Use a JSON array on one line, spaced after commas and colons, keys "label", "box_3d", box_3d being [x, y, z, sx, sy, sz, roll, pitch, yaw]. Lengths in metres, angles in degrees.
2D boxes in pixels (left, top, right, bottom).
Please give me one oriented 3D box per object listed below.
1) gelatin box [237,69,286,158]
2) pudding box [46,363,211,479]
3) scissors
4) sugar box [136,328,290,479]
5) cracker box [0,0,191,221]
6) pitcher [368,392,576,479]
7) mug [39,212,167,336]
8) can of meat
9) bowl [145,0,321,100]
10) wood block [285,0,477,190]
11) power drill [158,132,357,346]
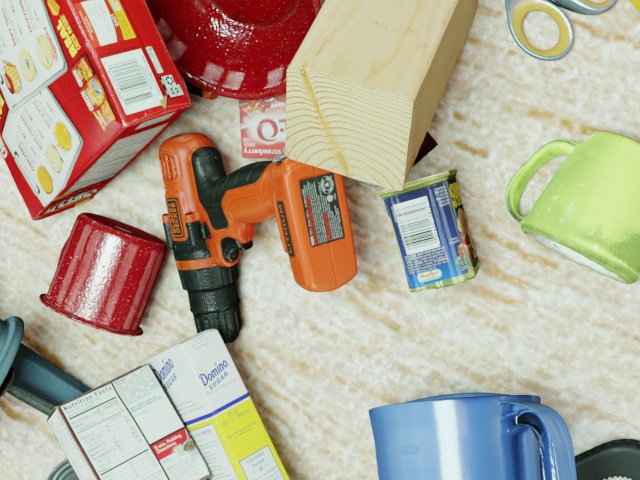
[{"label": "gelatin box", "box_3d": [-0.022, -0.105, 0.881, 0.089, 0.030, 0.073, 3, 109, 16]}, {"label": "pudding box", "box_3d": [-0.154, 0.168, 0.864, 0.113, 0.089, 0.039, 56, 143, 13]}, {"label": "scissors", "box_3d": [0.135, -0.211, 0.856, 0.202, 0.016, 0.096, 21, 98, 11]}, {"label": "sugar box", "box_3d": [-0.083, 0.166, 0.890, 0.094, 0.048, 0.176, -28, 85, 53]}, {"label": "cracker box", "box_3d": [-0.203, -0.131, 0.856, 0.214, 0.071, 0.164, -30, 85, 53]}, {"label": "pitcher", "box_3d": [0.117, 0.234, 0.790, 0.145, 0.149, 0.243, -6, 77, 6]}, {"label": "mug", "box_3d": [-0.188, 0.023, 0.915, 0.117, 0.093, 0.081, 24, 94, 47]}, {"label": "can of meat", "box_3d": [0.087, -0.008, 0.835, 0.057, 0.102, 0.084, -15, 92, 13]}, {"label": "bowl", "box_3d": [-0.066, -0.190, 0.823, 0.162, 0.055, 0.162, 14, 135, 14]}, {"label": "wood block", "box_3d": [0.051, -0.148, 0.781, 0.090, 0.091, 0.206, 17, 53, 11]}, {"label": "power drill", "box_3d": [-0.056, 0.001, 0.848, 0.188, 0.057, 0.184, -1, 104, 48]}]
